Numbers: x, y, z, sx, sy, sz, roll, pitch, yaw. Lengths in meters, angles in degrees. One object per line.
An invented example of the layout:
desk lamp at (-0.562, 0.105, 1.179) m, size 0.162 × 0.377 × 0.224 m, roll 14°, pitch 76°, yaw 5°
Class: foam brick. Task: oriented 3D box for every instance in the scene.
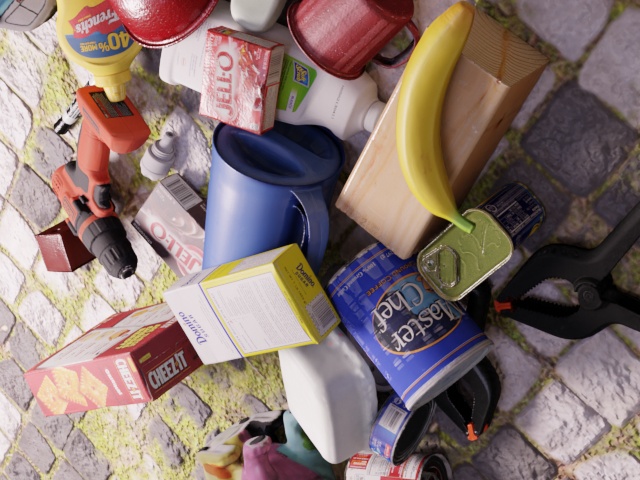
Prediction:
foam brick at (-0.307, 0.001, 1.337) m, size 0.053 × 0.078 × 0.051 m, roll -2°, pitch 113°, yaw 38°

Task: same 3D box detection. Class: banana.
banana at (0.096, -0.101, 0.887) m, size 0.070 × 0.037 × 0.198 m, roll 3°, pitch 117°, yaw 16°

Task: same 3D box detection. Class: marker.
marker at (-0.289, -0.163, 1.279) m, size 0.020 × 0.020 × 0.121 m, roll 54°, pitch 133°, yaw 2°

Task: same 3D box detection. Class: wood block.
wood block at (0.106, -0.095, 0.966) m, size 0.090 × 0.090 × 0.206 m, roll 39°, pitch 130°, yaw 14°

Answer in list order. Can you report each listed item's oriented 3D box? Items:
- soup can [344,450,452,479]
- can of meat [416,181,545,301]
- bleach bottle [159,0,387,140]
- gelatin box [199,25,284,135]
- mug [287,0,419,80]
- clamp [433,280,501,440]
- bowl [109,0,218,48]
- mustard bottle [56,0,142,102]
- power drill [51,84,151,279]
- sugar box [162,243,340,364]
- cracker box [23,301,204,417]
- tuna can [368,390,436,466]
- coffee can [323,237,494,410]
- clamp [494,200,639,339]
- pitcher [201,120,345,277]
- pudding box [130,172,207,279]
soup can at (0.085, 0.266, 1.180) m, size 0.102 × 0.068 × 0.068 m, roll -4°, pitch 110°, yaw 38°
can of meat at (0.150, -0.001, 0.985) m, size 0.057 × 0.083 × 0.102 m, roll 49°, pitch 132°, yaw 6°
bleach bottle at (-0.041, -0.159, 1.063) m, size 0.251 × 0.068 × 0.103 m, roll 28°, pitch 122°, yaw 21°
gelatin box at (-0.077, -0.154, 1.030) m, size 0.073 × 0.030 × 0.089 m, roll 21°, pitch 119°, yaw 22°
mug at (0.040, -0.201, 0.974) m, size 0.117 × 0.093 × 0.082 m, roll 33°, pitch 131°, yaw -21°
clamp at (0.145, 0.116, 1.080) m, size 0.120 × 0.039 × 0.171 m, roll -22°, pitch 95°, yaw 47°
bowl at (-0.163, -0.275, 1.052) m, size 0.162 × 0.055 × 0.162 m, roll -9°, pitch 75°, yaw 36°
mustard bottle at (-0.241, -0.245, 1.158) m, size 0.058 × 0.096 × 0.191 m, roll -119°, pitch 18°, yaw -67°
power drill at (-0.251, -0.071, 1.239) m, size 0.185 × 0.057 × 0.188 m, roll 51°, pitch 135°, yaw 30°
sugar box at (-0.071, 0.066, 1.056) m, size 0.177 × 0.048 × 0.093 m, roll -14°, pitch 110°, yaw 46°
cracker box at (-0.228, 0.139, 1.288) m, size 0.214 × 0.163 × 0.072 m, roll -14°, pitch 105°, yaw 41°
tuna can at (0.087, 0.193, 1.130) m, size 0.034 × 0.086 × 0.086 m, roll 28°, pitch 127°, yaw 25°
coffee can at (0.083, 0.077, 1.026) m, size 0.140 × 0.102 × 0.103 m, roll 52°, pitch 133°, yaw 15°
clamp at (0.249, 0.032, 0.958) m, size 0.210 × 0.036 × 0.164 m, roll -4°, pitch 110°, yaw 39°
pitcher at (-0.057, 0.001, 1.111) m, size 0.145 × 0.149 × 0.243 m, roll 18°, pitch 128°, yaw 7°
pudding box at (-0.159, -0.010, 1.244) m, size 0.113 × 0.039 × 0.090 m, roll 49°, pitch 133°, yaw 7°
